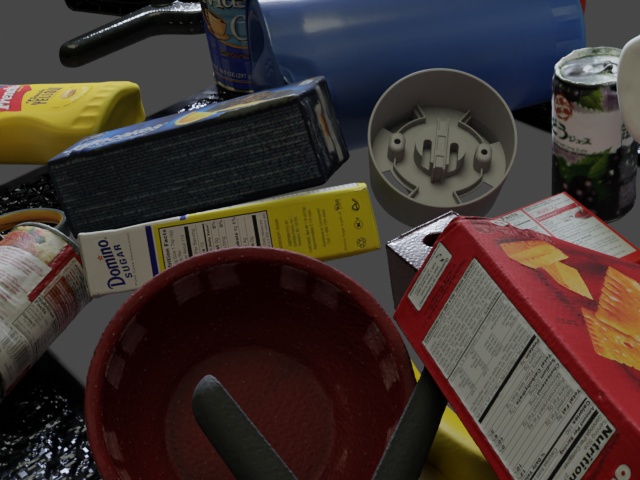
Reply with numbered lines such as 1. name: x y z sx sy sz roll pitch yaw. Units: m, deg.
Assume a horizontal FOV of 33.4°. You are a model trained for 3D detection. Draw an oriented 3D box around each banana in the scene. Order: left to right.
1. banana: 0.068 0.098 0.549 0.069 0.037 0.198 -14 33 -39

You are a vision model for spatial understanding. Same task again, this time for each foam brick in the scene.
1. foam brick: 0.082 0.029 0.624 0.053 0.051 0.078 -25 38 -21

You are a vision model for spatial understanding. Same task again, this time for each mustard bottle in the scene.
1. mustard bottle: -0.247 -0.095 0.867 0.192 0.058 0.096 2 33 16

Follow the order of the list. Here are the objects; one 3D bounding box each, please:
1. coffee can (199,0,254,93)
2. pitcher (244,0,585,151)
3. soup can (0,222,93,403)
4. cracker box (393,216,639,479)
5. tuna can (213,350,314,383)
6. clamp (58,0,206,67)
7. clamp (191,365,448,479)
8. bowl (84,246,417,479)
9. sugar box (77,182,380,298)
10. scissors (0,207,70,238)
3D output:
1. coffee can: -0.054 -0.212 0.915 0.103 0.140 0.103 -6 35 4
2. pitcher: 0.066 -0.145 0.814 0.242 0.145 0.149 -11 70 -10
3. soup can: -0.192 0.045 0.650 0.069 0.068 0.102 8 39 23
4. cracker box: 0.149 0.081 0.457 0.164 0.072 0.214 15 24 -28
5. tuna can: -0.032 0.059 0.623 0.086 0.034 0.086 -6 35 4
6. clamp: -0.160 -0.230 1.053 0.209 0.036 0.165 -14 36 -10
7. clamp: -0.001 0.127 0.465 0.120 0.039 0.171 1 56 3
8. bowl: -0.034 0.086 0.536 0.162 0.055 0.162 2 63 -4
9. sugar box: -0.054 0.001 0.669 0.176 0.048 0.093 -12 0 0
10. scissors: -0.274 0.021 0.748 0.202 0.016 0.096 -14 39 1
